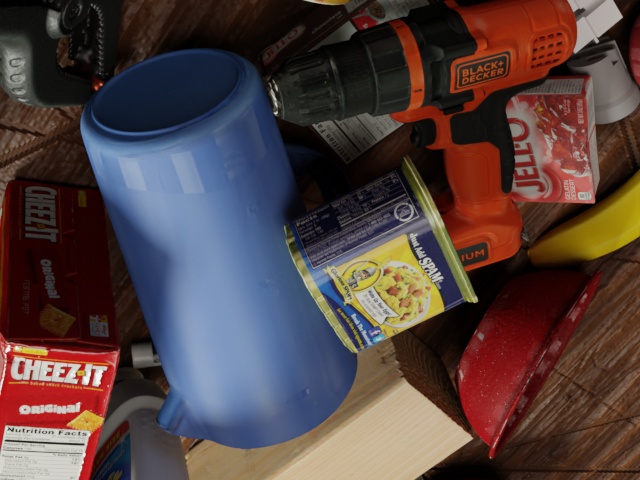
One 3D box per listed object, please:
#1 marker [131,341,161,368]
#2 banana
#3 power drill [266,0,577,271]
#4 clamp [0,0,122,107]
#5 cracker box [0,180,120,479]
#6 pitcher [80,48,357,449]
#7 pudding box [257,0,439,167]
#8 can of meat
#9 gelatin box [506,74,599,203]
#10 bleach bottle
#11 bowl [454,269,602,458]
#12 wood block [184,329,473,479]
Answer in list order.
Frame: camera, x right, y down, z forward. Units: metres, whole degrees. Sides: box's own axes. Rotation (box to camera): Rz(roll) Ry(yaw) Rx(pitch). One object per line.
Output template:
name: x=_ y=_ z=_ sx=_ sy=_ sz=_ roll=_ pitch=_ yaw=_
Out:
marker: x=-0.080 y=0.079 z=0.797 sx=0.121 sy=0.020 sz=0.020 roll=-6 pitch=127 yaw=-9
banana: x=0.232 y=-0.046 z=0.773 sx=0.069 sy=0.037 sz=0.198 roll=33 pitch=113 yaw=0
power drill: x=0.063 y=-0.055 z=0.653 sx=0.184 sy=0.057 sz=0.188 roll=-15 pitch=137 yaw=-10
clamp: x=-0.139 y=-0.138 z=0.560 sx=0.036 sy=0.210 sz=0.164 roll=28 pitch=80 yaw=11
cracker box: x=-0.187 y=0.094 z=0.692 sx=0.072 sy=0.164 sz=0.214 roll=6 pitch=124 yaw=-20
pitcher: x=-0.054 y=0.001 z=0.680 sx=0.145 sy=0.149 sz=0.243 roll=-5 pitch=129 yaw=12
pudding box: x=0.032 y=-0.112 z=0.672 sx=0.114 sy=0.039 sz=0.090 roll=-34 pitch=127 yaw=15
can of meat: x=0.035 y=0.012 z=0.625 sx=0.084 sy=0.057 sz=0.102 roll=-27 pitch=136 yaw=4
gelatin box: x=0.147 y=-0.066 z=0.719 sx=0.073 sy=0.030 sz=0.089 roll=3 pitch=130 yaw=23
bleach bottle: x=-0.129 y=0.185 z=0.716 sx=0.068 sy=0.251 sz=0.103 roll=30 pitch=114 yaw=-30
bowl: x=0.147 y=0.080 z=0.797 sx=0.055 sy=0.161 sz=0.162 roll=30 pitch=123 yaw=17
wood block: x=0.003 y=0.159 z=0.831 sx=0.206 sy=0.090 sz=0.090 roll=-39 pitch=125 yaw=16
